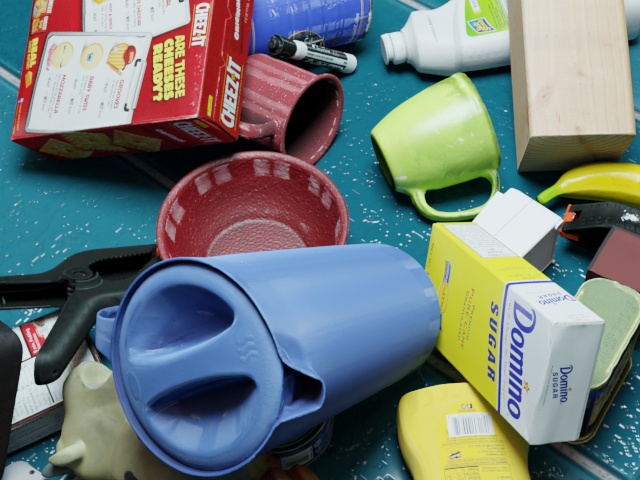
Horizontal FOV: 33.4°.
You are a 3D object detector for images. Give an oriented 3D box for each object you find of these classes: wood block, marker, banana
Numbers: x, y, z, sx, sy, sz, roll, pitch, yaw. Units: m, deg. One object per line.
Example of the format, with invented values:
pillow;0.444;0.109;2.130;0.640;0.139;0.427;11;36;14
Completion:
wood block;0.220;-0.175;0.954;0.090;0.091;0.206;-1;75;2
marker;-0.008;-0.177;1.013;0.020;0.020;0.120;44;24;30
banana;0.290;-0.028;0.920;0.198;0.037;0.069;18;71;17

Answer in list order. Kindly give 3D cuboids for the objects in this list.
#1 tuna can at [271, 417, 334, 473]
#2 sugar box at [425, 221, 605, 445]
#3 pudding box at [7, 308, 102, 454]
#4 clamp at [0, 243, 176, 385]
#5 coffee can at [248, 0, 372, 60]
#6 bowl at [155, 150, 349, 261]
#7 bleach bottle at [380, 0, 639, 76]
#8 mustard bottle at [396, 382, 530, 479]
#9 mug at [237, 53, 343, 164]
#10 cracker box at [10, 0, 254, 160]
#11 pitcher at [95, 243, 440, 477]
tuna can;-0.033;0.133;0.821;0.086;0.034;0.086;-2;53;3
sugar box;0.129;0.061;0.768;0.048;0.093;0.176;-1;22;-20
pudding box;-0.230;0.112;0.849;0.113;0.039;0.090;-25;55;-12
clamp;-0.202;0.041;0.851;0.165;0.036;0.209;19;28;28
coffee can;-0.035;-0.228;1.035;0.140;0.103;0.103;-18;53;-22
bowl;-0.056;0.001;0.907;0.162;0.055;0.162;-1;53;1
bleach bottle;0.182;-0.220;1.053;0.250;0.068;0.102;-13;55;-3
mustard bottle;0.111;0.195;0.749;0.096;0.058;0.191;-2;53;-5
mug;-0.045;-0.117;0.970;0.082;0.093;0.117;27;36;27
cracker box;-0.168;-0.164;0.956;0.214;0.072;0.164;-3;74;30
pitcher;-0.025;0.063;0.738;0.149;0.145;0.242;56;30;15
